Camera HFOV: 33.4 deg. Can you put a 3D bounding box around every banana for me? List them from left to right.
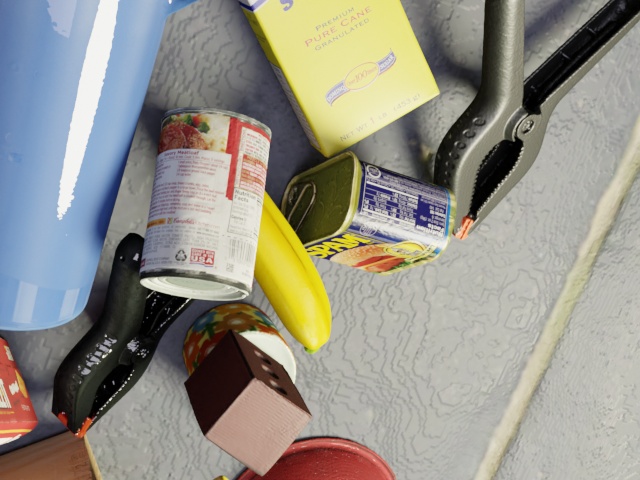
[{"bbox_3d":[-0.042,0.003,0.711,0.037,0.070,0.198,-39,108,-30],"label":"banana"}]

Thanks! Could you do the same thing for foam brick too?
[{"bbox_3d":[-0.049,0.104,0.700,0.053,0.078,0.051,39,95,-26],"label":"foam brick"}]

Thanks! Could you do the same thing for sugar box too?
[{"bbox_3d":[0.001,-0.153,0.698,0.093,0.048,0.176,-31,117,-5],"label":"sugar box"}]

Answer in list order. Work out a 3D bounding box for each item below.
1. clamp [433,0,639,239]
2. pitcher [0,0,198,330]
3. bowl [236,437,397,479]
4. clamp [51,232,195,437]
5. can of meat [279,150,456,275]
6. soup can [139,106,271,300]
[{"bbox_3d":[0.142,-0.094,0.753,0.164,0.036,0.210,-11,133,-38],"label":"clamp"},{"bbox_3d":[-0.179,-0.077,0.628,0.144,0.149,0.243,-5,117,-48],"label":"pitcher"},{"bbox_3d":[-0.002,0.239,0.839,0.162,0.055,0.162,-6,112,-16],"label":"bowl"},{"bbox_3d":[-0.132,0.059,0.709,0.171,0.039,0.120,-54,154,6],"label":"clamp"},{"bbox_3d":[0.031,-0.015,0.730,0.083,0.102,0.057,16,72,-26],"label":"can of meat"},{"bbox_3d":[-0.069,-0.020,0.639,0.068,0.069,0.102,12,76,-22],"label":"soup can"}]
